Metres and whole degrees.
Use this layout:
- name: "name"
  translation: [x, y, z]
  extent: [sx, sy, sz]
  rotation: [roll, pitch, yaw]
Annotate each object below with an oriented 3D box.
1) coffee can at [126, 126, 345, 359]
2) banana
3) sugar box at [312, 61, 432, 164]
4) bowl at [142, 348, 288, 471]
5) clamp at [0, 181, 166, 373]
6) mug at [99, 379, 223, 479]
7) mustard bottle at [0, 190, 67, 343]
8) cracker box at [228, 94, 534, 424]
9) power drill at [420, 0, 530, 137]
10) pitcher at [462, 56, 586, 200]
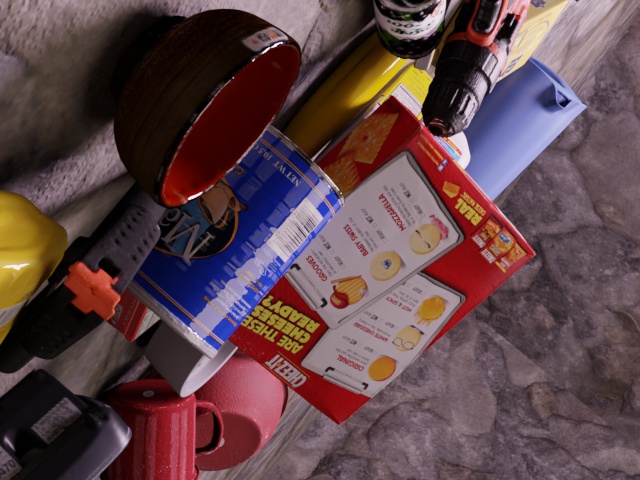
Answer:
- name: "coffee can"
  translation: [-0.067, -0.005, 0.725]
  extent: [0.140, 0.103, 0.103]
  rotation: [-49, 170, -7]
- name: "banana"
  translation: [0.028, -0.125, 0.887]
  extent: [0.197, 0.037, 0.070]
  rotation: [-46, 169, -21]
- name: "sugar box"
  translation: [0.044, -0.091, 0.930]
  extent: [0.093, 0.048, 0.176]
  rotation: [-42, -172, 31]
- name: "bowl"
  translation: [-0.107, 0.182, 1.076]
  extent: [0.162, 0.161, 0.055]
  rotation: [-56, -150, 29]
- name: "clamp"
  translation: [-0.122, 0.012, 0.590]
  extent: [0.164, 0.036, 0.210]
  rotation: [-52, -168, -14]
- name: "mug"
  translation: [-0.146, 0.178, 0.990]
  extent: [0.093, 0.117, 0.081]
  rotation: [-151, -119, -64]
- name: "mustard bottle"
  translation: [-0.202, 0.065, 0.521]
  extent: [0.192, 0.058, 0.096]
  rotation: [-53, 178, 16]
- name: "cracker box"
  translation: [0.034, 0.019, 0.834]
  extent: [0.214, 0.164, 0.072]
  rotation: [-42, -147, 8]
- name: "power drill"
  translation: [0.129, -0.189, 0.803]
  extent: [0.188, 0.057, 0.184]
  rotation: [96, 18, -62]
- name: "pitcher"
  translation: [0.256, -0.154, 1.557]
  extent: [0.243, 0.145, 0.149]
  rotation: [-49, 158, 17]
